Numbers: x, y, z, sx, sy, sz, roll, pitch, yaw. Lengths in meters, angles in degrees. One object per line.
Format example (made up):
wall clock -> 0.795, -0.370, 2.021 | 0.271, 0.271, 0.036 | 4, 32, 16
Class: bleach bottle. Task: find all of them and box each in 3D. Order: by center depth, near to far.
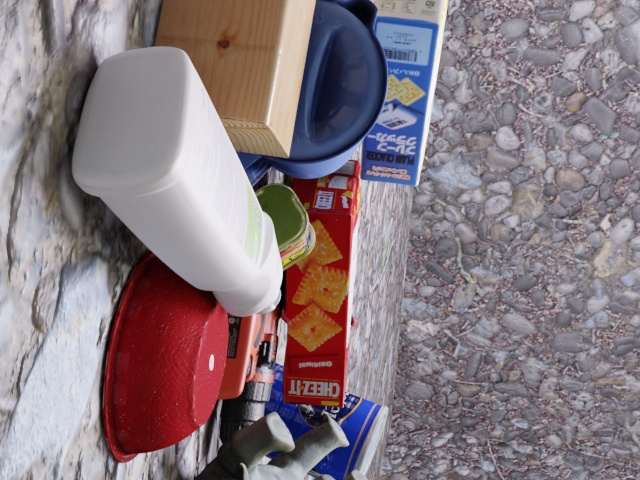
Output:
bleach bottle -> -0.075, -0.012, 0.703 | 0.250, 0.068, 0.102 | 63, 27, -56

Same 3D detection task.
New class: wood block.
wood block -> -0.055, -0.174, 0.760 | 0.090, 0.091, 0.206 | 51, 48, -77

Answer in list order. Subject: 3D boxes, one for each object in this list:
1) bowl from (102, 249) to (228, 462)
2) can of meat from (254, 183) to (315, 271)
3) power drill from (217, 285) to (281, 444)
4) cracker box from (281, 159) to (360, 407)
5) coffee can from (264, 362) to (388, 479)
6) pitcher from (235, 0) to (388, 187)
bowl -> -0.106, 0.087, 0.787 | 0.162, 0.055, 0.162 | 9, 90, -82
can of meat -> -0.056, 0.001, 0.861 | 0.057, 0.102, 0.084 | 57, -4, 8
power drill -> -0.079, 0.109, 0.984 | 0.187, 0.057, 0.184 | 60, 35, -80
cracker box -> 0.000, 0.039, 1.109 | 0.164, 0.072, 0.214 | -80, 174, -66
coffee can -> -0.008, 0.206, 1.177 | 0.102, 0.140, 0.103 | 22, 89, -79
pitcher -> -0.022, -0.110, 0.919 | 0.243, 0.149, 0.145 | 78, 5, -87
